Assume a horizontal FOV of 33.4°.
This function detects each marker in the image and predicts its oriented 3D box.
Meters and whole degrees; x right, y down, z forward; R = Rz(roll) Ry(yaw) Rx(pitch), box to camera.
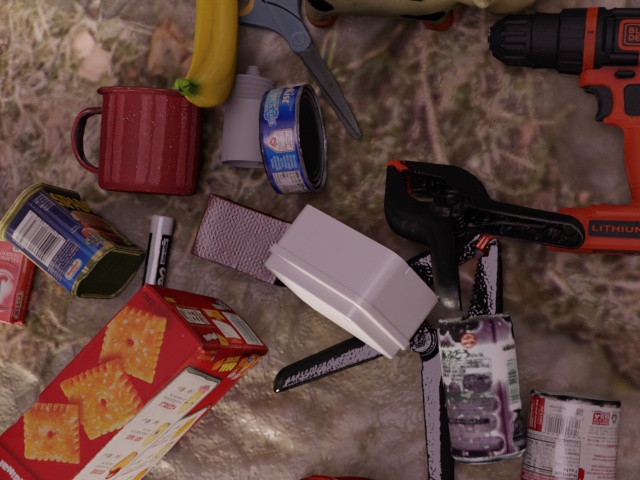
[{"bbox_3d":[-0.142,0.039,0.896,0.020,0.020,0.121,8,87,14],"label":"marker"}]

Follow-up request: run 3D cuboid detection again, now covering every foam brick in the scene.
[{"bbox_3d":[-0.056,0.001,0.863,0.078,0.051,0.053,21,91,14],"label":"foam brick"}]

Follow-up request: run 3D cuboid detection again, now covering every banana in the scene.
[{"bbox_3d":[-0.085,-0.174,0.853,0.037,0.069,0.198,-1,56,3],"label":"banana"}]

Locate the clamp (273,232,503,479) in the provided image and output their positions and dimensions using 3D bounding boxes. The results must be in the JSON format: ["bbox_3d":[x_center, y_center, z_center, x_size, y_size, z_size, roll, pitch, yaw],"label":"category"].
[{"bbox_3d":[0.085,0.087,0.829,0.165,0.036,0.210,40,95,13],"label":"clamp"}]

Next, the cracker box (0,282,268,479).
[{"bbox_3d":[-0.156,0.132,0.817,0.214,0.164,0.072,-45,76,6],"label":"cracker box"}]

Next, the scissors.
[{"bbox_3d":[-0.036,-0.165,0.891,0.096,0.016,0.202,-17,81,13],"label":"scissors"}]

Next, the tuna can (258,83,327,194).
[{"bbox_3d":[-0.021,-0.079,0.844,0.034,0.086,0.086,-5,84,14],"label":"tuna can"}]

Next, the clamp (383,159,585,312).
[{"bbox_3d":[0.110,-0.018,0.794,0.120,0.039,0.172,-16,39,-14],"label":"clamp"}]

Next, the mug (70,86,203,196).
[{"bbox_3d":[-0.150,-0.080,0.873,0.117,0.093,0.081,4,91,12],"label":"mug"}]

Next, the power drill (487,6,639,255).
[{"bbox_3d":[0.213,-0.084,0.804,0.185,0.057,0.187,4,87,17],"label":"power drill"}]

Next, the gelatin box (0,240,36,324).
[{"bbox_3d":[-0.294,0.029,0.927,0.089,0.030,0.073,11,88,14],"label":"gelatin box"}]

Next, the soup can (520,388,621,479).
[{"bbox_3d":[0.182,0.164,0.784,0.068,0.068,0.102,6,86,13],"label":"soup can"}]

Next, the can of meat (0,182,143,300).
[{"bbox_3d":[-0.201,0.003,0.872,0.084,0.102,0.057,38,94,11],"label":"can of meat"}]
